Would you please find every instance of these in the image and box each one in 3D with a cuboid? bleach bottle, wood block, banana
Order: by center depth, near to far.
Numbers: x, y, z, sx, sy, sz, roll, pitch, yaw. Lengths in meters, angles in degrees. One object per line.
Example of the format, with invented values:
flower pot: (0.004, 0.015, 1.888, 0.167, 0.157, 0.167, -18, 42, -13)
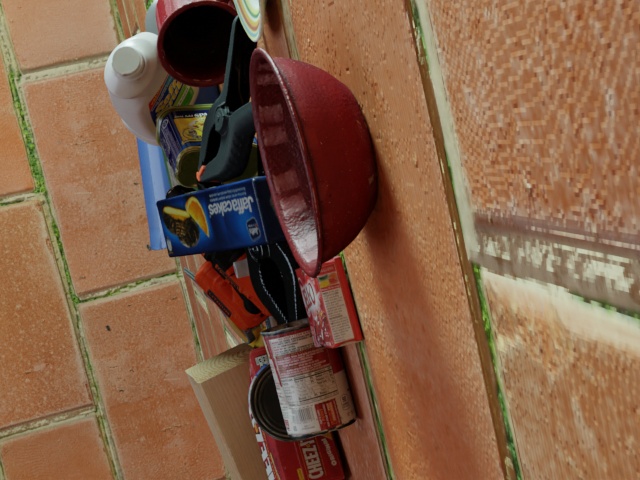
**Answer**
bleach bottle: (-0.193, -0.167, 1.164, 0.068, 0.102, 0.251, 35, 180, 1)
wood block: (-0.090, 0.250, 1.396, 0.206, 0.090, 0.090, 68, 164, -11)
banana: (-0.082, 0.144, 1.463, 0.198, 0.037, 0.069, -178, 73, -79)

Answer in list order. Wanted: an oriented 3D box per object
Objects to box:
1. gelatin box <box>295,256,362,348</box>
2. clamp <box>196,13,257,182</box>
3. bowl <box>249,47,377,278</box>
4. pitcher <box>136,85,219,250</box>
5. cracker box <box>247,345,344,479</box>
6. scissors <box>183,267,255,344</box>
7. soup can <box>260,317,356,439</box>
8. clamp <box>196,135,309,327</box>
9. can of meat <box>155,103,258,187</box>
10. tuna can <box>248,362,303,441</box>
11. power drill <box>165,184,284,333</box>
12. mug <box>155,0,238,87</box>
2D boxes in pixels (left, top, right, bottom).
gelatin box: (0.005, 0.054, 0.917, 0.089, 0.030, 0.073, 156, 99, -79)
clamp: (-0.074, -0.110, 0.985, 0.120, 0.039, 0.172, -111, 32, -46)
bowl: (-0.001, -0.058, 0.737, 0.162, 0.055, 0.162, 166, 90, -79)
pitcher: (-0.173, -0.115, 1.391, 0.149, 0.144, 0.243, 7, 108, 62)
cracker box: (-0.034, 0.221, 1.225, 0.214, 0.072, 0.164, 101, 153, -68)
scissors: (-0.136, 0.087, 1.437, 0.096, 0.016, 0.202, 60, 165, -15)
soup can: (-0.010, 0.126, 0.990, 0.068, 0.068, 0.102, 165, 90, -79)
clamp: (-0.057, 0.001, 1.065, 0.165, 0.036, 0.210, -17, 91, 58)
can of meat: (-0.120, -0.103, 1.163, 0.084, 0.102, 0.057, -119, 31, -46)
tuna can: (-0.031, 0.163, 1.100, 0.034, 0.086, 0.086, 155, 101, -81)
power drill: (-0.110, 0.028, 1.238, 0.184, 0.057, 0.188, 46, 166, 9)
mug: (-0.115, -0.222, 1.057, 0.117, 0.093, 0.081, -61, 28, 28)
